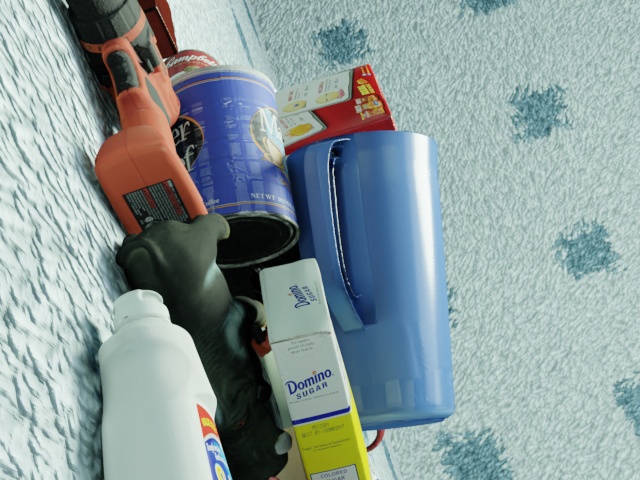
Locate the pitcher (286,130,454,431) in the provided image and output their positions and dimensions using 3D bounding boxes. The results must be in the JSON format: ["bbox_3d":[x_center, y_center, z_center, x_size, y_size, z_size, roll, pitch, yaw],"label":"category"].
[{"bbox_3d":[0.042,0.034,0.898,0.145,0.149,0.243,147,-60,-64],"label":"pitcher"}]

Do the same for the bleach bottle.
[{"bbox_3d":[-0.070,0.127,0.513,0.102,0.068,0.251,67,3,-54],"label":"bleach bottle"}]

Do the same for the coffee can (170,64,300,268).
[{"bbox_3d":[-0.078,-0.061,0.895,0.102,0.103,0.140,63,15,-66],"label":"coffee can"}]

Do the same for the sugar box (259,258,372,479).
[{"bbox_3d":[0.001,0.110,0.718,0.093,0.048,0.176,-104,-177,-61],"label":"sugar box"}]

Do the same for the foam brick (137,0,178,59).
[{"bbox_3d":[-0.160,-0.195,0.933,0.078,0.051,0.053,-106,174,-47],"label":"foam brick"}]

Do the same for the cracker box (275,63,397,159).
[{"bbox_3d":[-0.030,-0.098,1.105,0.164,0.214,0.072,-102,174,-62],"label":"cracker box"}]

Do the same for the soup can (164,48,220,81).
[{"bbox_3d":[-0.125,-0.136,1.041,0.102,0.068,0.068,-104,173,-56],"label":"soup can"}]

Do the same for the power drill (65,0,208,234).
[{"bbox_3d":[-0.135,-0.103,0.759,0.184,0.057,0.188,67,5,-51],"label":"power drill"}]

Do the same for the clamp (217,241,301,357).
[{"bbox_3d":[-0.056,0.001,0.955,0.036,0.164,0.210,133,-28,-52],"label":"clamp"}]
